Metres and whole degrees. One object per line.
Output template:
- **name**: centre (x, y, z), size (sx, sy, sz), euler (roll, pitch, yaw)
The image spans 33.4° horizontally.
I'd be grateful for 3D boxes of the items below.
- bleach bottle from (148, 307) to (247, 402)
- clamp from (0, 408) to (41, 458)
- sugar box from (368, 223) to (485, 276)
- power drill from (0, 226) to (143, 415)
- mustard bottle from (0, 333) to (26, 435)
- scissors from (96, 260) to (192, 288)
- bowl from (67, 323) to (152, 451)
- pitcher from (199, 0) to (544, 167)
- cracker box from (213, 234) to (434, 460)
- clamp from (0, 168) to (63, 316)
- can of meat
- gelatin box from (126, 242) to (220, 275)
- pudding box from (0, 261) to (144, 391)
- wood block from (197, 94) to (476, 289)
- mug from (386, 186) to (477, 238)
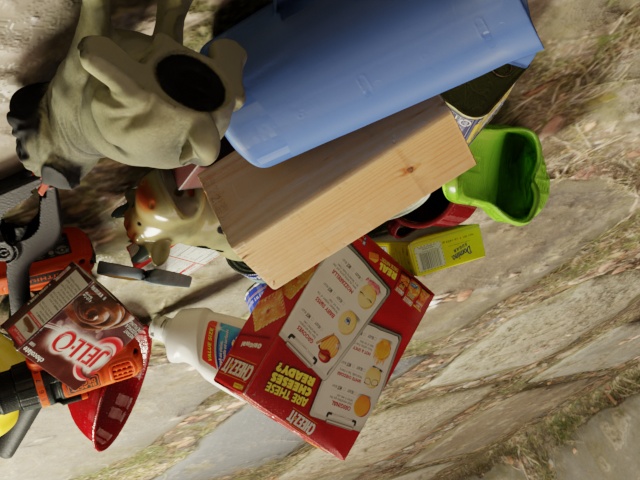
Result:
- **bleach bottle**: centre (-0.093, 0.147, 1.271), size (0.251, 0.102, 0.068), euler (16, 168, 18)
- **clamp**: centre (-0.332, 0.174, 1.267), size (0.164, 0.036, 0.210), euler (-45, 164, -25)
- **sugar box**: centre (0.110, 0.011, 1.269), size (0.093, 0.048, 0.176), euler (-15, -177, -20)
- **power drill**: centre (-0.275, 0.086, 1.041), size (0.184, 0.057, 0.188), euler (-17, 131, -16)
- **mustard bottle**: centre (-0.377, 0.171, 1.194), size (0.058, 0.096, 0.192), euler (-43, 178, -42)
- **scissors**: centre (-0.180, 0.034, 1.046), size (0.096, 0.016, 0.202), euler (12, 175, -20)
- **bowl**: centre (-0.261, 0.170, 1.291), size (0.055, 0.162, 0.162), euler (18, 159, 8)
- **pitcher**: centre (0.029, -0.159, 0.794), size (0.243, 0.149, 0.145), euler (-25, 174, 15)
- **cracker box**: centre (0.007, 0.101, 1.146), size (0.164, 0.213, 0.072), euler (39, 164, -34)
- **clamp**: centre (-0.270, 0.009, 0.927), size (0.172, 0.039, 0.120), euler (-43, 132, 18)
- **can of meat**: centre (0.141, -0.136, 0.995), size (0.102, 0.057, 0.084), euler (-48, 171, -23)
- **gelatin box**: centre (-0.148, 0.006, 1.122), size (0.073, 0.030, 0.089), euler (-32, 157, 20)
- **pudding box**: centre (-0.224, 0.080, 0.976), size (0.090, 0.039, 0.113), euler (-44, 147, -7)
- **wood block**: centre (0.014, -0.060, 0.902), size (0.206, 0.090, 0.090), euler (-32, 147, 6)
- **mug**: centre (0.118, -0.048, 1.167), size (0.117, 0.093, 0.081), euler (-54, 154, 17)
